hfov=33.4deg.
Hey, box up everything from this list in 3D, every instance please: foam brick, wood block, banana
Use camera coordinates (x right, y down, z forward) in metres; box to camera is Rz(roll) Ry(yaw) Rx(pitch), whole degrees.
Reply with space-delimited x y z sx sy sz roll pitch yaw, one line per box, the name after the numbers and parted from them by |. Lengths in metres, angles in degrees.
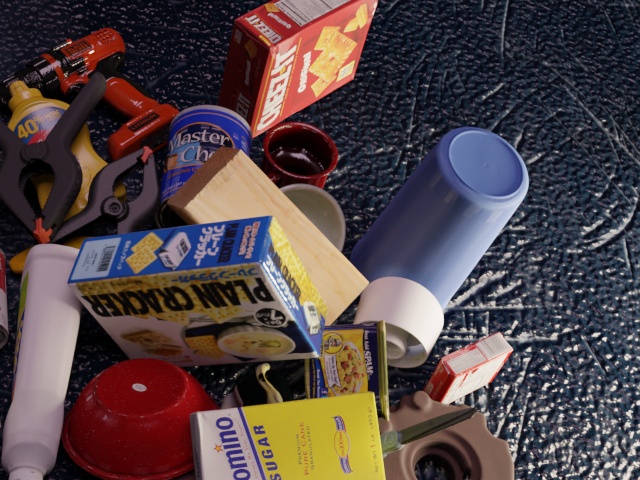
-0.142 0.251 1.042 0.078 0.053 0.051 -11 57 -25 | foam brick
-0.058 0.002 1.164 0.090 0.091 0.206 -47 109 -9 | wood block
-0.243 0.028 1.197 0.197 0.037 0.069 14 50 -5 | banana

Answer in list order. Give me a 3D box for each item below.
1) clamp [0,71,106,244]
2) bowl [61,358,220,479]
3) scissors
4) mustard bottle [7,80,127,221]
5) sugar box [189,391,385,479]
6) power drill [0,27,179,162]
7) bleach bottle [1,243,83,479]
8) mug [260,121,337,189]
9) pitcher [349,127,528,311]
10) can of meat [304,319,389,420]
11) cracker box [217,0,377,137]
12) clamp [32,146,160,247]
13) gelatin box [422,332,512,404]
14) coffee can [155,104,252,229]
-0.322 -0.094 1.178 0.164 0.036 0.210 -3 63 1 | clamp
-0.177 0.166 1.060 0.162 0.055 0.162 2 31 -1 | bowl
0.065 0.219 1.062 0.016 0.202 0.096 35 55 -39 | scissors
-0.310 -0.106 1.242 0.096 0.058 0.192 -30 76 -14 | mustard bottle
-0.031 0.199 1.015 0.176 0.048 0.093 -5 80 -19 | sugar box
-0.282 -0.173 1.329 0.184 0.057 0.188 -36 71 -29 | power drill
-0.277 0.132 1.062 0.068 0.103 0.251 11 50 -16 | bleach bottle
-0.040 -0.079 1.312 0.093 0.082 0.117 36 52 12 | mug
0.136 -0.025 1.217 0.144 0.243 0.149 -17 66 -31 | pitcher
0.027 0.136 1.109 0.084 0.057 0.102 -3 68 5 | can of meat
-0.028 -0.245 1.392 0.072 0.164 0.213 41 52 18 | cracker box
-0.221 -0.021 1.180 0.120 0.039 0.171 37 75 -5 | clamp
0.164 0.146 1.202 0.089 0.073 0.030 -20 60 -28 | gelatin box
-0.137 -0.076 1.267 0.102 0.103 0.140 10 51 -9 | coffee can
